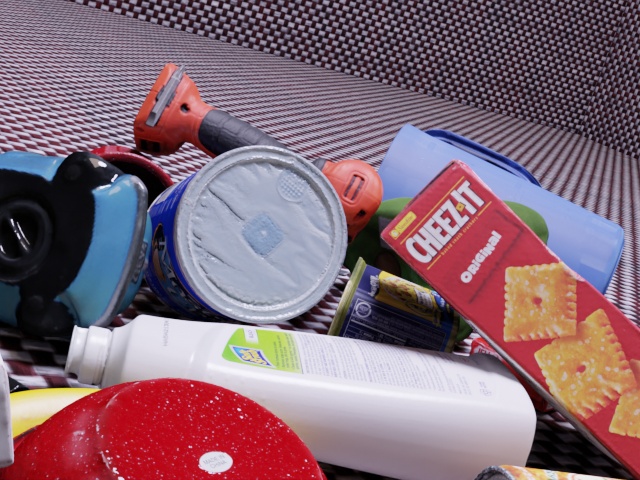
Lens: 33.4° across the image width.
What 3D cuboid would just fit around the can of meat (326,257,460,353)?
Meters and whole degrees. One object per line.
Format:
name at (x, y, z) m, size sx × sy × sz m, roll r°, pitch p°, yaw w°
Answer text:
can of meat at (0.053, 0.060, 0.770) m, size 0.084 × 0.057 × 0.102 m, roll 21°, pitch 15°, yaw 3°

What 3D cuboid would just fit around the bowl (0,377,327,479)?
bowl at (-0.050, 0.103, 0.413) m, size 0.162 × 0.055 × 0.162 m, roll 21°, pitch 25°, yaw -11°

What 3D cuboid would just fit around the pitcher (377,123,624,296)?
pitcher at (0.167, -0.016, 1.046) m, size 0.243 × 0.149 × 0.145 m, roll 24°, pitch 2°, yaw 9°

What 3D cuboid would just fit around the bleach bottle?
bleach bottle at (-0.014, 0.082, 0.595) m, size 0.250 × 0.068 × 0.102 m, roll 12°, pitch 11°, yaw -11°

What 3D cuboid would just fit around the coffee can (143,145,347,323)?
coffee can at (-0.054, 0.001, 0.676) m, size 0.102 × 0.103 × 0.140 m, roll 13°, pitch -8°, yaw -17°

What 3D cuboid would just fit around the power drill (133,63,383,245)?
power drill at (-0.048, -0.055, 0.813) m, size 0.187 × 0.057 × 0.184 m, roll 26°, pitch -12°, yaw -3°

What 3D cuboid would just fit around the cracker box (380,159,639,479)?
cracker box at (0.137, 0.047, 0.673) m, size 0.214 × 0.072 × 0.164 m, roll 44°, pitch 2°, yaw 3°
